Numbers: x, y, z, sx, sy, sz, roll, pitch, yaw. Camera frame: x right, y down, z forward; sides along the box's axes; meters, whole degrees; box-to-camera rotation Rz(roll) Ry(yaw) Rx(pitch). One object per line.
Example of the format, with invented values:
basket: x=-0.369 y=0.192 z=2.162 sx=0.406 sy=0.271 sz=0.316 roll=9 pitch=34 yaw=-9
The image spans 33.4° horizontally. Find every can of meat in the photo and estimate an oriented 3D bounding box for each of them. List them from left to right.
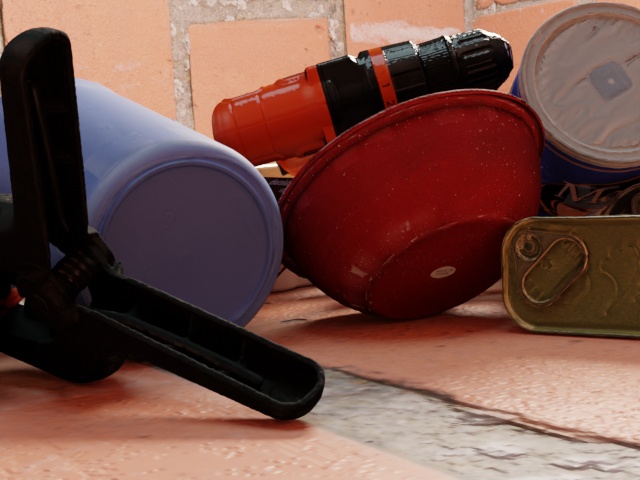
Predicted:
can of meat: x=0.155 y=0.014 z=0.536 sx=0.102 sy=0.057 sz=0.083 roll=0 pitch=4 yaw=36

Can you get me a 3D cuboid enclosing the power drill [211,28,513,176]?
power drill: x=0.027 y=-0.088 z=0.705 sx=0.184 sy=0.057 sz=0.187 roll=-14 pitch=-1 yaw=2

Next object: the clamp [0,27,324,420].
clamp: x=-0.106 y=0.006 z=0.434 sx=0.210 sy=0.164 sz=0.036 roll=-10 pitch=27 yaw=50

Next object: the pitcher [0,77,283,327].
pitcher: x=-0.127 y=-0.013 z=0.603 sx=0.144 sy=0.149 sz=0.243 roll=23 pitch=0 yaw=-30

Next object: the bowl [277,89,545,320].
bowl: x=0.057 y=-0.005 z=0.570 sx=0.162 sy=0.055 sz=0.162 roll=-16 pitch=-32 yaw=-11
